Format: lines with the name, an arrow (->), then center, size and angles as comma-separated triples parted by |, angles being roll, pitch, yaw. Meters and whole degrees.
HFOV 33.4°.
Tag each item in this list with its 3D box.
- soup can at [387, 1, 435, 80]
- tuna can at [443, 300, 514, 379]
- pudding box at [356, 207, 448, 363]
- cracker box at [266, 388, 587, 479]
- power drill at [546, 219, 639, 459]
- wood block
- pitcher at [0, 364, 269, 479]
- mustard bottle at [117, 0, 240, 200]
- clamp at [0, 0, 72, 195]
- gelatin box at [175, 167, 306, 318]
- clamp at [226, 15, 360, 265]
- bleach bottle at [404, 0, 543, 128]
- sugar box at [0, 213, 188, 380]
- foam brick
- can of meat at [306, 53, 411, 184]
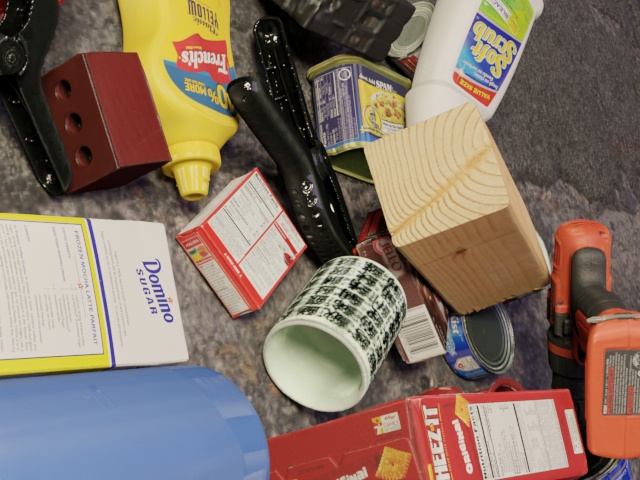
soup can -> 0.117, -0.179, 1.052 | 0.102, 0.069, 0.068 | 36, 47, -37
tuna can -> 0.142, 0.084, 0.983 | 0.086, 0.034, 0.086 | 27, 53, -43
pudding box -> 0.070, 0.033, 0.881 | 0.090, 0.039, 0.113 | -64, 134, -69
cracker box -> 0.061, 0.155, 0.731 | 0.213, 0.164, 0.072 | 7, 65, -51
power drill -> 0.215, 0.093, 0.833 | 0.187, 0.057, 0.184 | -90, 176, -72
wood block -> 0.117, -0.017, 0.859 | 0.206, 0.091, 0.090 | 42, 29, -63
pitcher -> -0.127, 0.133, 0.521 | 0.242, 0.145, 0.149 | -1, 75, -56
mustard bottle -> -0.098, -0.120, 0.750 | 0.096, 0.058, 0.191 | 19, 59, -55
clamp -> -0.190, -0.097, 0.591 | 0.120, 0.039, 0.171 | -26, 121, -55
gelatin box -> -0.055, 0.001, 0.771 | 0.073, 0.030, 0.089 | 56, 37, -15
clamp -> -0.015, -0.068, 0.830 | 0.164, 0.036, 0.210 | -86, 155, -56
bleach bottle -> 0.132, -0.151, 0.958 | 0.102, 0.068, 0.250 | 44, 51, -31
sugar box -> -0.157, 0.034, 0.609 | 0.175, 0.048, 0.093 | 6, 68, -55
foam brick -> -0.139, -0.075, 0.679 | 0.051, 0.053, 0.078 | -14, 84, -54
can of meat -> 0.039, -0.102, 0.921 | 0.101, 0.058, 0.084 | 15, 63, -49
